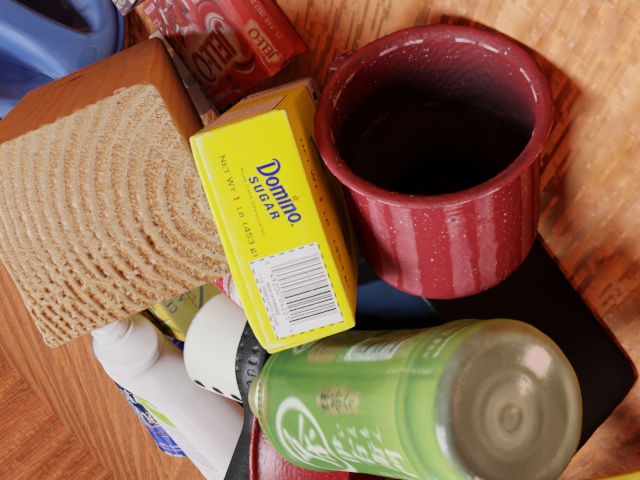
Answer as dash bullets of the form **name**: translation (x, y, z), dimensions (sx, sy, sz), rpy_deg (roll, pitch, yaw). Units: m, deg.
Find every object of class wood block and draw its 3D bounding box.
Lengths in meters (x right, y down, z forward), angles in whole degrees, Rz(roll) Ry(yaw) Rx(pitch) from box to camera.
- **wood block**: translation (-0.103, -0.037, 0.535), dimensions (0.206, 0.091, 0.090), rpy_deg (-114, 0, -72)

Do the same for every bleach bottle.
- **bleach bottle**: translation (-0.116, 0.140, 0.926), dimensions (0.103, 0.068, 0.250), rpy_deg (18, 152, 42)

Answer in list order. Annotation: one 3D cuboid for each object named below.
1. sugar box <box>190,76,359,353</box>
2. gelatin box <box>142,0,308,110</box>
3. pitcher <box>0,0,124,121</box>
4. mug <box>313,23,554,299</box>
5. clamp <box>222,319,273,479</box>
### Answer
- **sugar box**: translation (-0.013, -0.022, 0.494), dimensions (0.176, 0.048, 0.093), rpy_deg (-70, -37, -75)
- **gelatin box**: translation (-0.054, -0.114, 0.576), dimensions (0.073, 0.030, 0.089), rpy_deg (53, 158, -11)
- **pitcher**: translation (-0.214, -0.109, 0.762), dimensions (0.144, 0.149, 0.243), rpy_deg (9, 169, -15)
- **mug**: translation (0.042, -0.035, 0.451), dimensions (0.117, 0.093, 0.081), rpy_deg (44, 164, 32)
- **clamp**: translation (-0.033, 0.119, 0.765), dimensions (0.036, 0.164, 0.210), rpy_deg (10, 112, 30)
